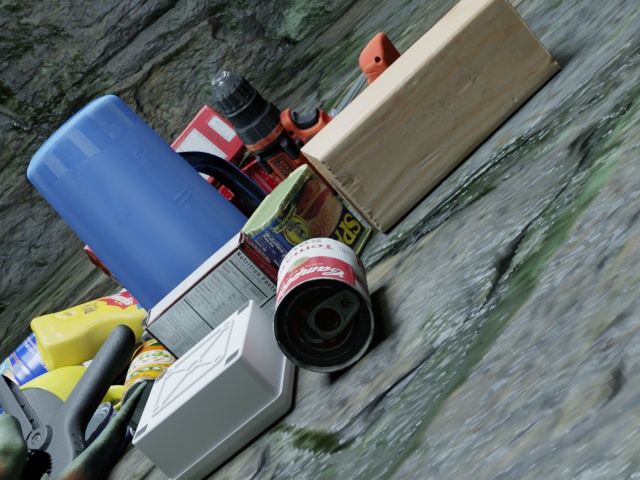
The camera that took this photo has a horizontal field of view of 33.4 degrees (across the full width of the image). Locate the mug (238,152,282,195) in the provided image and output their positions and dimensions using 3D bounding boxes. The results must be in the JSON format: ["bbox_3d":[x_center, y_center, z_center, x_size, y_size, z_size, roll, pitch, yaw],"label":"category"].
[{"bbox_3d":[-0.026,-0.087,1.213,0.117,0.081,0.093,-31,18,43],"label":"mug"}]

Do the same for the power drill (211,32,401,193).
[{"bbox_3d":[0.004,-0.134,1.095,0.188,0.184,0.057,-26,34,26],"label":"power drill"}]

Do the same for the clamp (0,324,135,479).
[{"bbox_3d":[-0.231,0.174,0.940,0.165,0.036,0.210,-29,43,19],"label":"clamp"}]

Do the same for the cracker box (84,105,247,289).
[{"bbox_3d":[-0.179,-0.043,1.255,0.213,0.072,0.164,-52,3,-10],"label":"cracker box"}]

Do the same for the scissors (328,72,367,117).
[{"bbox_3d":[0.011,-0.151,1.279,0.202,0.016,0.096,-59,24,30],"label":"scissors"}]

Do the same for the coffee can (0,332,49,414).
[{"bbox_3d":[-0.346,0.190,1.238,0.140,0.102,0.103,-45,13,-10],"label":"coffee can"}]

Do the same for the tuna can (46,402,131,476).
[{"bbox_3d":[-0.216,0.194,0.994,0.086,0.033,0.086,-40,13,11],"label":"tuna can"}]

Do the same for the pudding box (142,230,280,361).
[{"bbox_3d":[-0.074,0.061,0.870,0.113,0.090,0.039,-40,14,14],"label":"pudding box"}]

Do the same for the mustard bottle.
[{"bbox_3d":[-0.219,0.087,1.187,0.191,0.058,0.096,-18,16,-19],"label":"mustard bottle"}]

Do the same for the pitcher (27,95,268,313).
[{"bbox_3d":[-0.135,-0.016,0.961,0.145,0.243,0.149,-42,6,10],"label":"pitcher"}]

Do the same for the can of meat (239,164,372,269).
[{"bbox_3d":[-0.014,-0.004,0.914,0.058,0.084,0.102,-32,17,40],"label":"can of meat"}]

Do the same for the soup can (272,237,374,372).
[{"bbox_3d":[0.002,0.043,0.757,0.068,0.068,0.102,-41,13,10],"label":"soup can"}]

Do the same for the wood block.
[{"bbox_3d":[0.093,-0.113,0.931,0.206,0.090,0.091,-43,13,-2],"label":"wood block"}]
